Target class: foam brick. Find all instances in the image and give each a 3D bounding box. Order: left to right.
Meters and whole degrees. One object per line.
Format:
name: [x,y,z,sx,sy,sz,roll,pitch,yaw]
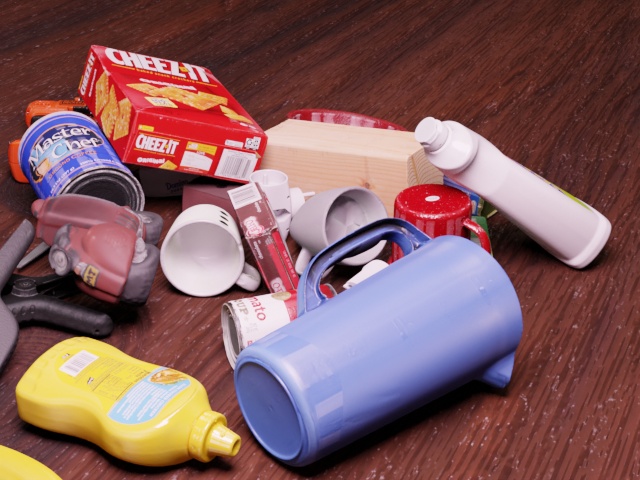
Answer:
foam brick: [-0.114,-0.041,1.234,0.078,0.051,0.052,16,31,25]

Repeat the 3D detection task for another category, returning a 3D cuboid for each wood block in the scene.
wood block: [0.030,-0.079,1.243,0.206,0.091,0.090,10,27,30]

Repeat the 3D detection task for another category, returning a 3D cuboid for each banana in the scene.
banana: [-0.248,0.189,0.819,0.198,0.037,0.069,21,33,31]

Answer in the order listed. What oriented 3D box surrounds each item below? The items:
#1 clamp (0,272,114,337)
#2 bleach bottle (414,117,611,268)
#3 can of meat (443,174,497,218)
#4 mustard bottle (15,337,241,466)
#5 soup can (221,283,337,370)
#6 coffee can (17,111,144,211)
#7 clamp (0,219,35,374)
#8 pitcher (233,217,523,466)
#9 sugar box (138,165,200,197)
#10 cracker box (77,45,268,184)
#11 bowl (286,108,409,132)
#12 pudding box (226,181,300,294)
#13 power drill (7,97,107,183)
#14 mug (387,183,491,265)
clamp: [-0.283,0.062,1.049,0.171,0.039,0.120,-6,25,-21]
bleach bottle: [0.197,-0.058,1.131,0.250,0.068,0.103,29,9,-36]
can of meat: [0.186,-0.072,1.306,0.084,0.057,0.101,24,36,30]
mustard bottle: [-0.152,0.141,0.891,0.192,0.058,0.096,16,30,24]
soup can: [-0.036,0.082,0.998,0.102,0.068,0.068,-9,30,-18]
coffee can: [-0.268,-0.069,1.188,0.102,0.103,0.140,-13,37,-25]
clamp: [-0.323,0.056,0.987,0.164,0.036,0.210,-9,54,-32]
pitcher: [0.043,0.087,0.926,0.242,0.145,0.149,-24,31,-34]
sugar box: [-0.171,-0.117,1.362,0.093,0.048,0.176,-4,35,5]
cracker box: [-0.176,-0.151,1.251,0.163,0.072,0.214,8,25,-31]
bowl: [0.033,-0.125,1.375,0.162,0.055,0.162,9,18,-3]
pudding box: [-0.057,0.001,1.116,0.039,0.090,0.113,-22,32,-2]
power drill: [-0.312,-0.133,1.389,0.184,0.057,0.187,0,26,5]
mug: [0.126,-0.005,1.120,0.117,0.081,0.093,22,36,36]
